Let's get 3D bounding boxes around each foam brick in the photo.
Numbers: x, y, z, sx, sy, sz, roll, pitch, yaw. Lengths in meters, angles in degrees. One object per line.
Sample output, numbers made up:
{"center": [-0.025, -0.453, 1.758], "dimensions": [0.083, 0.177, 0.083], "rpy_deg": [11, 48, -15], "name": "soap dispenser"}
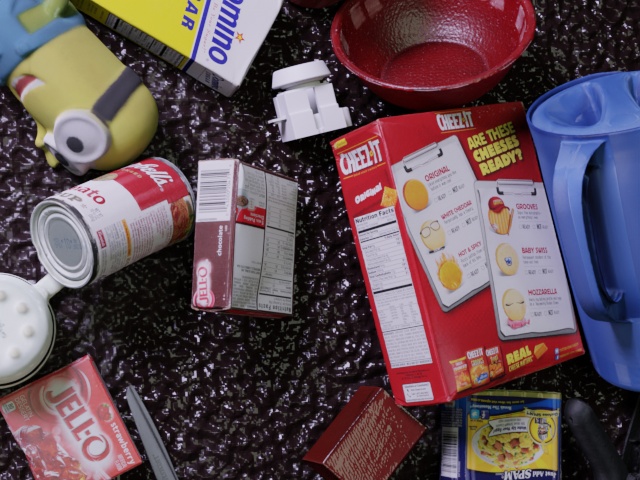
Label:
{"center": [0.035, 0.159, 0.830], "dimensions": [0.051, 0.053, 0.078], "rpy_deg": [43, 74, -8], "name": "foam brick"}

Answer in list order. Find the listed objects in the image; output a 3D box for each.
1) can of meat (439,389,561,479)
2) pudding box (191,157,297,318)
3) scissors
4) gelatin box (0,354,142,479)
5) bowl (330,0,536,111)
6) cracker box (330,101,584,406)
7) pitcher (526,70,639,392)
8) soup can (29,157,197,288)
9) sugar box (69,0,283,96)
{"center": [0.145, 0.163, 0.861], "dimensions": [0.102, 0.057, 0.084], "rpy_deg": [5, 81, -16], "name": "can of meat"}
{"center": [-0.055, 0.001, 0.805], "dimensions": [0.089, 0.039, 0.113], "rpy_deg": [15, 77, -60], "name": "pudding box"}
{"center": [-0.118, 0.216, 0.798], "dimensions": [0.096, 0.016, 0.202], "rpy_deg": [-38, 95, -17], "name": "scissors"}
{"center": [-0.181, 0.138, 0.774], "dimensions": [0.073, 0.030, 0.089], "rpy_deg": [-26, 88, -11], "name": "gelatin box"}
{"center": [0.091, -0.154, 0.858], "dimensions": [0.162, 0.055, 0.162], "rpy_deg": [-5, 48, 6], "name": "bowl"}
{"center": [0.109, 0.008, 0.840], "dimensions": [0.163, 0.072, 0.214], "rpy_deg": [-12, 86, -38], "name": "cracker box"}
{"center": [0.243, -0.001, 0.830], "dimensions": [0.149, 0.145, 0.243], "rpy_deg": [-18, 113, -3], "name": "pitcher"}
{"center": [-0.148, -0.014, 0.767], "dimensions": [0.102, 0.069, 0.068], "rpy_deg": [-29, 93, -47], "name": "soup can"}
{"center": [-0.123, -0.196, 0.829], "dimensions": [0.176, 0.048, 0.093], "rpy_deg": [28, 77, -11], "name": "sugar box"}
